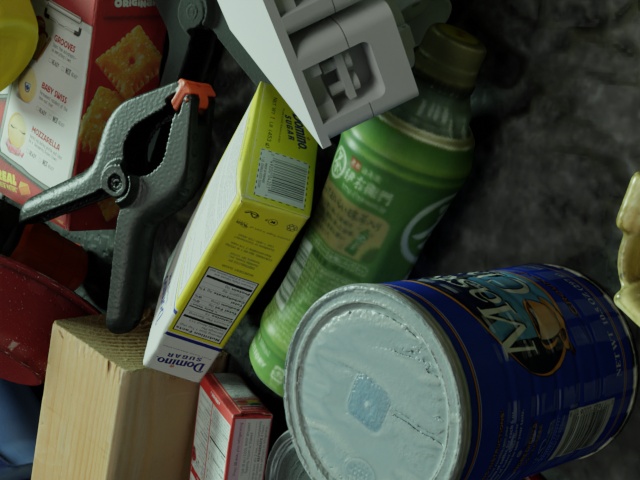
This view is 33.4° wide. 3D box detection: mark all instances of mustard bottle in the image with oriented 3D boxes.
[{"bbox_3d":[-0.264,-0.200,0.769,0.096,0.058,0.192,-40,65,37],"label":"mustard bottle"}]

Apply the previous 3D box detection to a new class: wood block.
[{"bbox_3d":[-0.142,0.162,0.751,0.091,0.090,0.206,25,110,40],"label":"wood block"}]

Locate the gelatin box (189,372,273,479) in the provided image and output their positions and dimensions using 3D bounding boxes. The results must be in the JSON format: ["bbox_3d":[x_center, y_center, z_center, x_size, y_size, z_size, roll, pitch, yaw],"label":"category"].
[{"bbox_3d":[-0.059,0.139,0.691,0.073,0.030,0.089,-146,61,-64],"label":"gelatin box"}]

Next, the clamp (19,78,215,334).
[{"bbox_3d":[-0.118,-0.025,0.689,0.172,0.039,0.120,-44,78,27],"label":"clamp"}]

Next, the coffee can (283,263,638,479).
[{"bbox_3d":[0.068,0.066,0.498,0.103,0.140,0.103,4,96,45],"label":"coffee can"}]

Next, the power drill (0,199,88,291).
[{"bbox_3d":[-0.293,-0.023,0.840,0.188,0.184,0.057,20,77,50],"label":"power drill"}]

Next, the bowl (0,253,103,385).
[{"bbox_3d":[-0.235,0.062,0.786,0.162,0.162,0.055,-5,54,45],"label":"bowl"}]

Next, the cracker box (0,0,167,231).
[{"bbox_3d":[-0.190,-0.131,0.791,0.164,0.071,0.214,24,108,41],"label":"cracker box"}]

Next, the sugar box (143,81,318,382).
[{"bbox_3d":[-0.054,0.001,0.637,0.176,0.048,0.093,121,162,-46],"label":"sugar box"}]

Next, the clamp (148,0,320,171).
[{"bbox_3d":[-0.062,-0.142,0.686,0.165,0.036,0.210,0,93,40],"label":"clamp"}]
